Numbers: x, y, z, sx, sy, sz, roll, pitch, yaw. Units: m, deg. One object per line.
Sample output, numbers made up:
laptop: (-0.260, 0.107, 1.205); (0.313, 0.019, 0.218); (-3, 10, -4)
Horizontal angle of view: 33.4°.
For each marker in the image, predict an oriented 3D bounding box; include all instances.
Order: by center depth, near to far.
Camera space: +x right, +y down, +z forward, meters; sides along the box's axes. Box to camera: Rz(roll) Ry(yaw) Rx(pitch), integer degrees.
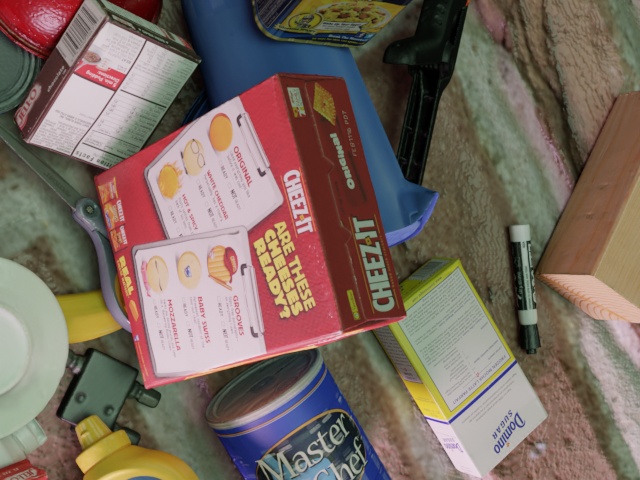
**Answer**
marker: (0.190, 0.045, 0.991); (0.020, 0.020, 0.121); (-7, 92, -26)

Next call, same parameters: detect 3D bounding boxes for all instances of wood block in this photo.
wood block: (0.299, -0.034, 1.007); (0.090, 0.090, 0.206); (33, 75, -22)

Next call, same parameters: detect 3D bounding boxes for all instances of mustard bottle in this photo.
mustard bottle: (-0.121, 0.211, 0.770); (0.096, 0.058, 0.192); (-35, 80, 10)

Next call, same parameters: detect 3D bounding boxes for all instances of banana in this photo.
banana: (-0.213, 0.043, 0.773); (0.197, 0.037, 0.069); (20, 93, -33)

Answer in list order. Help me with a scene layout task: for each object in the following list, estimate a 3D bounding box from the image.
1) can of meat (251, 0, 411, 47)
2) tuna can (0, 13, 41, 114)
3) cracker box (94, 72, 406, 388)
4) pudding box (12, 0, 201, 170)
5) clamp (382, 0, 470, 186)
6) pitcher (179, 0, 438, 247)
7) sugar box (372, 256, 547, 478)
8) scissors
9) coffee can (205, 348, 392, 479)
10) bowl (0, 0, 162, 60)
can of meat: (0.012, -0.178, 0.741); (0.101, 0.084, 0.057); (1, 70, -30)
tuna can: (-0.248, -0.131, 0.772); (0.086, 0.034, 0.086); (1, 88, -26)
cracker box: (-0.055, 0.001, 0.725); (0.071, 0.214, 0.164); (-8, 81, -45)
pudding box: (-0.154, -0.109, 0.774); (0.089, 0.039, 0.114); (19, 116, -46)
clamp: (0.090, -0.155, 0.889); (0.036, 0.164, 0.210); (12, 58, 15)
pitcher: (-0.030, -0.090, 0.817); (0.149, 0.145, 0.243); (-15, 82, -30)
sugar box: (0.121, 0.111, 0.942); (0.093, 0.048, 0.176); (-37, 108, -22)
scissors: (-0.171, -0.001, 0.782); (0.201, 0.016, 0.096); (33, 52, -30)
coffee can: (-0.013, 0.169, 0.842); (0.102, 0.103, 0.140); (-35, 104, -23)
bowl: (-0.174, -0.211, 0.777); (0.161, 0.055, 0.162); (11, 71, -35)
